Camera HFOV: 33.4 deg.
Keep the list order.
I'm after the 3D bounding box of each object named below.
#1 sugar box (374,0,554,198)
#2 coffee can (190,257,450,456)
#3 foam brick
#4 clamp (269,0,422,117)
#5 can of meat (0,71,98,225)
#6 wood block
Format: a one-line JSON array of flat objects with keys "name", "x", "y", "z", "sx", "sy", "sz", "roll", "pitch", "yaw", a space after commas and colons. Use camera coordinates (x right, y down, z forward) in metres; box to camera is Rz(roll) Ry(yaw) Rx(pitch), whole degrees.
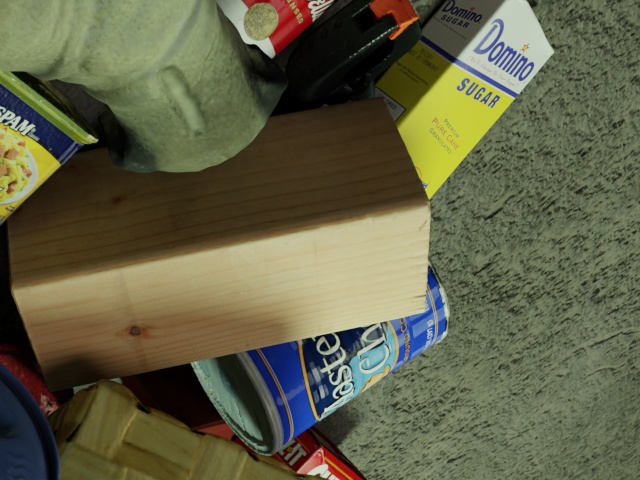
[{"name": "sugar box", "x": 0.079, "y": -0.092, "z": 0.731, "sx": 0.176, "sy": 0.048, "sz": 0.093, "roll": -48, "pitch": 147, "yaw": 5}, {"name": "coffee can", "x": -0.003, "y": 0.056, "z": 0.680, "sx": 0.140, "sy": 0.103, "sz": 0.103, "roll": -30, "pitch": 144, "yaw": -24}, {"name": "foam brick", "x": -0.102, "y": 0.117, "z": 0.724, "sx": 0.052, "sy": 0.078, "sz": 0.051, "roll": -8, "pitch": 132, "yaw": -41}, {"name": "clamp", "x": -0.001, "y": -0.089, "z": 0.599, "sx": 0.120, "sy": 0.039, "sz": 0.172, "roll": -34, "pitch": 174, "yaw": -20}, {"name": "can of meat", "x": -0.167, "y": -0.051, "z": 0.489, "sx": 0.084, "sy": 0.057, "sz": 0.102, "roll": -45, "pitch": 147, "yaw": 2}, {"name": "wood block", "x": -0.054, "y": 0.001, "z": 0.569, "sx": 0.206, "sy": 0.090, "sz": 0.091, "roll": -11, "pitch": 138, "yaw": -8}]
